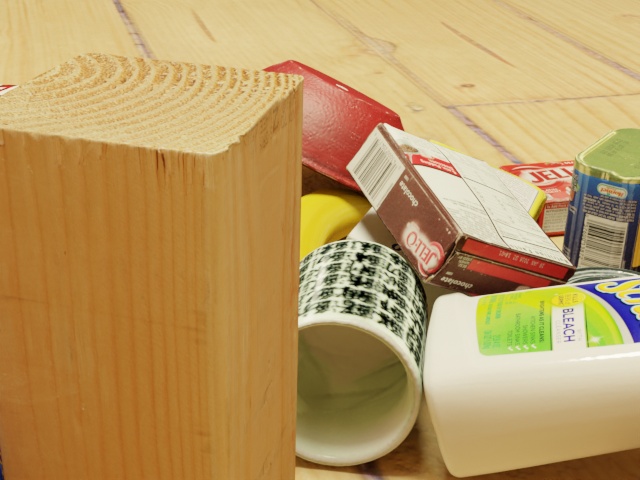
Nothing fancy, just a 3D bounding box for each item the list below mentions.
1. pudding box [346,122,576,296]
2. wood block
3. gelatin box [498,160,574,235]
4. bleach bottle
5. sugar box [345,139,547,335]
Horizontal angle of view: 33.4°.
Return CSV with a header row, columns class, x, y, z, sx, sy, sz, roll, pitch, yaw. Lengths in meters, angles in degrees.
class,x,y,z,sx,sy,sz,roll,pitch,yaw
pudding box,0.077,-0.013,0.596,0.089,0.039,0.113,16,30,-35
wood block,-0.062,0.044,0.400,0.091,0.206,0.090,9,26,14
gelatin box,0.184,-0.034,0.788,0.089,0.030,0.073,-5,26,-14
bleach bottle,0.177,0.046,0.486,0.251,0.068,0.102,-12,20,16
sugar box,0.080,-0.002,0.679,0.093,0.048,0.176,25,33,11
